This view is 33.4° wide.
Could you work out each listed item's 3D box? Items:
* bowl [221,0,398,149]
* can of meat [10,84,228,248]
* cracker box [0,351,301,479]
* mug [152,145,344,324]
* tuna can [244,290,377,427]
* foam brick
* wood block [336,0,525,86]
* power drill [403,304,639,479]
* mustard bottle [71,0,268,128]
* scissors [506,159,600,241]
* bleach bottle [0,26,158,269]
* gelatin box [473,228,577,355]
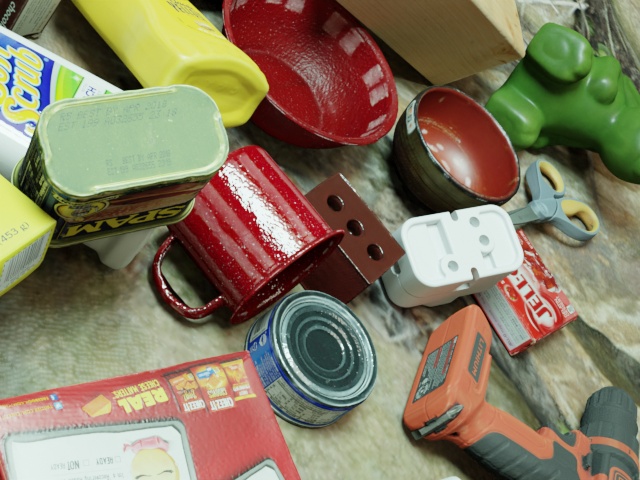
[{"bbox_3d":[-0.019,-0.126,0.817,0.162,0.055,0.162,24,46,-27],"label":"bowl"},{"bbox_3d":[-0.107,-0.041,0.570,0.101,0.084,0.057,-12,79,-25],"label":"can of meat"},{"bbox_3d":[-0.077,0.174,0.535,0.163,0.072,0.214,-7,66,-42],"label":"cracker box"},{"bbox_3d":[-0.054,0.001,0.681,0.117,0.093,0.081,-38,81,-12],"label":"mug"},{"bbox_3d":[-0.005,0.076,0.696,0.086,0.034,0.086,22,48,-27],"label":"tuna can"},{"bbox_3d":[0.010,0.003,0.750,0.078,0.051,0.052,50,42,2],"label":"foam brick"},{"bbox_3d":[0.087,-0.215,0.884,0.205,0.091,0.090,24,54,-57],"label":"wood block"},{"bbox_3d":[0.157,0.133,0.774,0.187,0.057,0.184,39,38,-9],"label":"power drill"},{"bbox_3d":[-0.122,-0.155,0.729,0.192,0.058,0.096,48,22,28],"label":"mustard bottle"},{"bbox_3d":[0.184,-0.040,0.934,0.201,0.016,0.096,9,47,-48],"label":"scissors"},{"bbox_3d":[-0.205,-0.083,0.626,0.250,0.068,0.102,28,49,-17],"label":"bleach bottle"},{"bbox_3d":[0.160,0.040,0.865,0.073,0.030,0.089,-20,74,-46],"label":"gelatin box"}]
